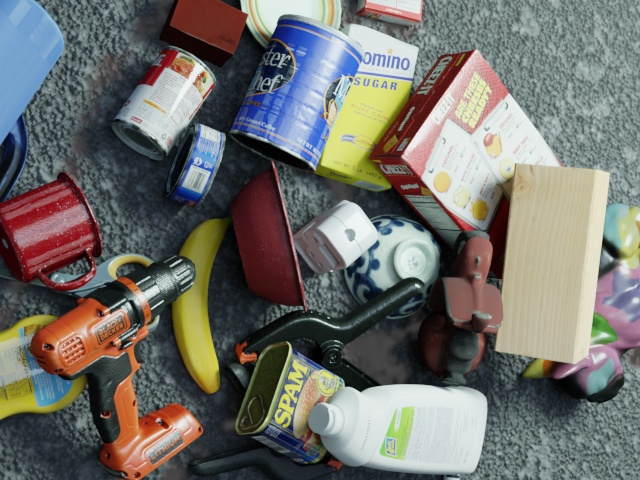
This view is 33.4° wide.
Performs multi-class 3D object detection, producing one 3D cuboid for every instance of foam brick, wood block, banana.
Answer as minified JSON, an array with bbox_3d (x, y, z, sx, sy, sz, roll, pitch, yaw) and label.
[{"bbox_3d":[-0.127,-0.232,1.158,0.078,0.051,0.053,23,76,-18],"label":"foam brick"},{"bbox_3d":[0.255,0.023,1.172,0.090,0.091,0.206,-3,99,-66],"label":"wood block"},{"bbox_3d":[-0.125,0.059,1.128,0.069,0.037,0.198,12,79,-21],"label":"banana"}]

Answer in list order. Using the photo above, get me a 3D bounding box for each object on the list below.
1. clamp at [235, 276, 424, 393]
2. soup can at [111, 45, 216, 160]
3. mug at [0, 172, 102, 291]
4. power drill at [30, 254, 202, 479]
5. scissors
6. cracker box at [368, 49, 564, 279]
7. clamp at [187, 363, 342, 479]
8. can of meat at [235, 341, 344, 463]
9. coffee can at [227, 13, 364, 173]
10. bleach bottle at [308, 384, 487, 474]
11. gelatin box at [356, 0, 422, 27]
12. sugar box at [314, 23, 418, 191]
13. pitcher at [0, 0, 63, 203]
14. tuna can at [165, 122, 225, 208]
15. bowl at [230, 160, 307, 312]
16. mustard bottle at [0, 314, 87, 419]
[{"bbox_3d":[0.014,0.128,1.163,0.209,0.036,0.164,-7,110,-13],"label":"clamp"},{"bbox_3d":[-0.165,-0.143,1.122,0.068,0.069,0.102,36,72,-15],"label":"soup can"},{"bbox_3d":[-0.265,0.000,1.041,0.081,0.093,0.117,-26,72,-25],"label":"mug"},{"bbox_3d":[-0.178,0.125,1.047,0.184,0.057,0.187,-32,119,-33],"label":"power drill"},{"bbox_3d":[-0.252,0.031,1.089,0.201,0.016,0.096,26,57,-6],"label":"scissors"},{"bbox_3d":[0.175,-0.084,1.227,0.213,0.072,0.164,46,68,-27],"label":"cracker box"},{"bbox_3d":[-0.057,0.219,1.128,0.171,0.039,0.120,34,78,-20],"label":"clamp"},{"bbox_3d":[-0.029,0.169,1.098,0.083,0.058,0.102,34,60,-27],"label":"can of meat"},{"bbox_3d":[-0.025,-0.157,1.150,0.102,0.103,0.140,25,84,-18],"label":"coffee can"},{"bbox_3d":[0.080,0.191,1.122,0.250,0.068,0.102,19,77,-47],"label":"bleach bottle"},{"bbox_3d":[0.084,-0.305,1.267,0.073,0.030,0.089,9,79,-20],"label":"gelatin box"},{"bbox_3d":[0.050,-0.152,1.223,0.093,0.048,0.176,16,79,-21],"label":"sugar box"},{"bbox_3d":[-0.348,-0.122,1.021,0.145,0.149,0.242,31,69,0],"label":"pitcher"},{"bbox_3d":[-0.132,-0.079,1.117,0.033,0.086,0.086,21,76,-17],"label":"tuna can"},{"bbox_3d":[-0.057,0.001,1.111,0.055,0.162,0.162,-13,88,-2],"label":"bowl"},{"bbox_3d":[-0.286,0.124,1.041,0.191,0.058,0.096,-14,90,-23],"label":"mustard bottle"}]
